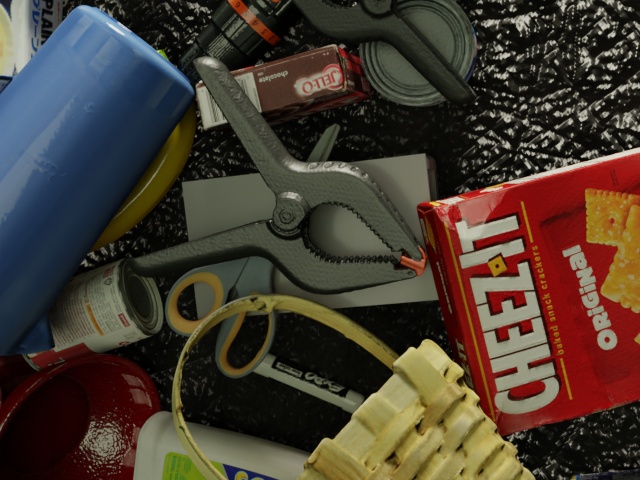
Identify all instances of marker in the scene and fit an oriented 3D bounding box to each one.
[{"bbox_3d":[0.003,0.118,0.844,0.121,0.020,0.020,22,99,11],"label":"marker"}]

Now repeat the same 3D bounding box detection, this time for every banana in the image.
[{"bbox_3d":[-0.154,-0.052,0.850,0.069,0.037,0.198,33,89,4],"label":"banana"}]

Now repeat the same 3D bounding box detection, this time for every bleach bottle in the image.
[{"bbox_3d":[-0.019,0.204,0.835,0.251,0.068,0.102,7,96,11],"label":"bleach bottle"}]

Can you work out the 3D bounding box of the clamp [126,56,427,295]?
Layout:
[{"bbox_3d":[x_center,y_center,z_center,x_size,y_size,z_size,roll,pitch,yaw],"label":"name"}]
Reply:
[{"bbox_3d":[-0.029,-0.012,0.751,0.210,0.036,0.165,28,103,5],"label":"clamp"}]

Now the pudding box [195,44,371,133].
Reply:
[{"bbox_3d":[-0.025,-0.111,0.797,0.114,0.090,0.039,-12,90,15],"label":"pudding box"}]

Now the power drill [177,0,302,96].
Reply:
[{"bbox_3d":[-0.086,-0.229,0.821,0.184,0.057,0.187,-43,87,9],"label":"power drill"}]

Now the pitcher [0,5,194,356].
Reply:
[{"bbox_3d":[-0.212,-0.052,0.772,0.145,0.149,0.243,36,88,35],"label":"pitcher"}]

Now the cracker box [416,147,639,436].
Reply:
[{"bbox_3d":[0.192,0.028,0.735,0.213,0.072,0.164,-15,92,-3],"label":"cracker box"}]

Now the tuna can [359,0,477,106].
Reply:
[{"bbox_3d":[0.074,-0.143,0.799,0.086,0.033,0.086,1,94,14],"label":"tuna can"}]

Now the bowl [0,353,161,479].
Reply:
[{"bbox_3d":[-0.205,0.157,0.848,0.055,0.161,0.162,22,100,40],"label":"bowl"}]

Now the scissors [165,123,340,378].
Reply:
[{"bbox_3d":[-0.055,0.001,0.787,0.096,0.016,0.202,16,98,11],"label":"scissors"}]

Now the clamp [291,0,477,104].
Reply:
[{"bbox_3d":[0.048,-0.164,0.760,0.171,0.039,0.120,9,101,13],"label":"clamp"}]

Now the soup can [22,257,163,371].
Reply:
[{"bbox_3d":[-0.187,0.060,0.862,0.102,0.068,0.068,-20,89,14],"label":"soup can"}]
